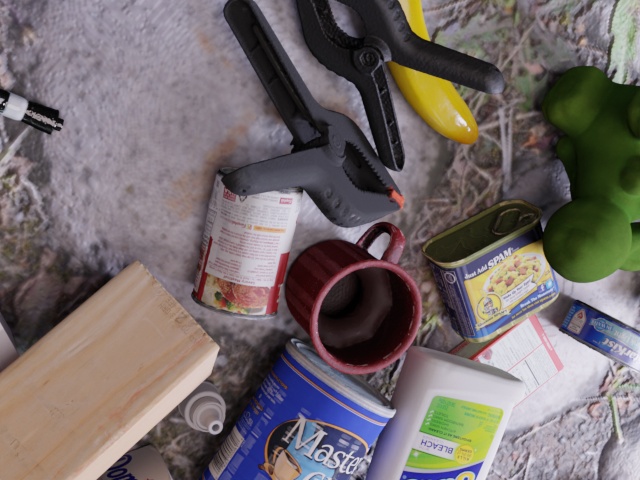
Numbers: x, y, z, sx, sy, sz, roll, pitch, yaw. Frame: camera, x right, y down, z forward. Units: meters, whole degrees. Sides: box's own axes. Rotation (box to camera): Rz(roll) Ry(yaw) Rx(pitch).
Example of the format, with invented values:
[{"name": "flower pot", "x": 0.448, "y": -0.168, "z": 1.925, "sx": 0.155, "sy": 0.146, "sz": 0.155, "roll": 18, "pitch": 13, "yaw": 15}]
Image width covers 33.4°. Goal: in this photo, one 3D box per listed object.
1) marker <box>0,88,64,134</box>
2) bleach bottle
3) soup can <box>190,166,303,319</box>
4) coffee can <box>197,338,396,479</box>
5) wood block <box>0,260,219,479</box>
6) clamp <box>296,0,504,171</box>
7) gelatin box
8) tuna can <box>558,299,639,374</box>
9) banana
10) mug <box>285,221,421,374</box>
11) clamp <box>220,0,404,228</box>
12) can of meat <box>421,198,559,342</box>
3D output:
[{"name": "marker", "x": -0.235, "y": -0.102, "z": 0.734, "sx": 0.121, "sy": 0.020, "sz": 0.020, "roll": 21, "pitch": 97, "yaw": -25}, {"name": "bleach bottle", "x": 0.083, "y": 0.220, "z": 0.885, "sx": 0.102, "sy": 0.068, "sz": 0.251, "roll": 16, "pitch": 93, "yaw": -16}, {"name": "soup can", "x": -0.055, "y": 0.001, "z": 0.809, "sx": 0.068, "sy": 0.069, "sz": 0.102, "roll": 8, "pitch": 102, "yaw": -24}, {"name": "coffee can", "x": -0.020, "y": 0.164, "z": 0.853, "sx": 0.102, "sy": 0.103, "sz": 0.140, "roll": 32, "pitch": 92, "yaw": -27}, {"name": "wood block", "x": -0.178, "y": 0.121, "z": 0.745, "sx": 0.206, "sy": 0.091, "sz": 0.090, "roll": -42, "pitch": 83, "yaw": -20}, {"name": "clamp", "x": 0.052, "y": -0.142, "z": 0.791, "sx": 0.120, "sy": 0.039, "sz": 0.171, "roll": -30, "pitch": 108, "yaw": 28}, {"name": "gelatin box", "x": 0.163, "y": 0.109, "z": 0.950, "sx": 0.089, "sy": 0.030, "sz": 0.073, "roll": -37, "pitch": 117, "yaw": -6}, {"name": "tuna can", "x": 0.258, "y": 0.086, "z": 0.949, "sx": 0.086, "sy": 0.086, "sz": 0.034, "roll": 26, "pitch": 93, "yaw": -26}, {"name": "banana", "x": 0.078, "y": -0.159, "z": 0.830, "sx": 0.069, "sy": 0.037, "sz": 0.198, "roll": -19, "pitch": 112, "yaw": -13}, {"name": "mug", "x": 0.027, "y": 0.037, "z": 0.845, "sx": 0.093, "sy": 0.082, "sz": 0.117, "roll": 25, "pitch": 96, "yaw": -26}, {"name": "clamp", "x": -0.005, "y": -0.060, "z": 0.783, "sx": 0.036, "sy": 0.164, "sz": 0.209, "roll": -21, "pitch": 137, "yaw": 30}, {"name": "can of meat", "x": 0.147, "y": 0.026, "z": 0.903, "sx": 0.102, "sy": 0.057, "sz": 0.084, "roll": -27, "pitch": 115, "yaw": -12}]
